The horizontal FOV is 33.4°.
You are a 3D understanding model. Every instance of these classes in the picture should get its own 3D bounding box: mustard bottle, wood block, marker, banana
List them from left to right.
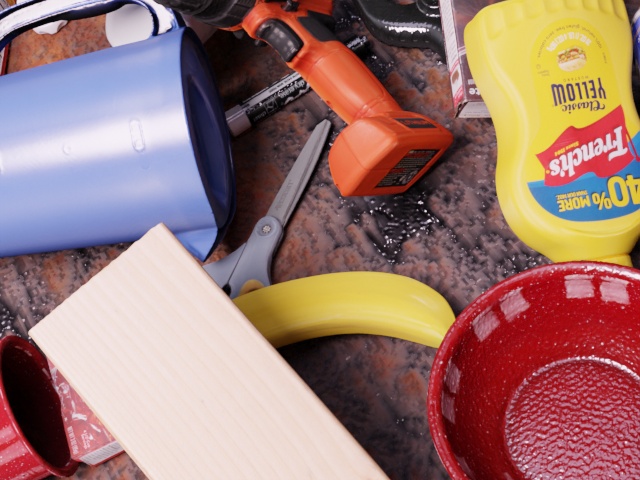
[{"bbox_3d":[-0.047,0.102,0.565,0.090,0.090,0.206,-41,80,-10],"label":"wood block"},{"bbox_3d":[-0.017,-0.115,0.776,0.121,0.020,0.020,-32,56,-5],"label":"marker"},{"bbox_3d":[-0.005,0.051,0.643,0.198,0.037,0.069,-5,42,1],"label":"banana"},{"bbox_3d":[0.150,-0.049,0.634,0.096,0.058,0.191,-9,84,-13],"label":"mustard bottle"}]

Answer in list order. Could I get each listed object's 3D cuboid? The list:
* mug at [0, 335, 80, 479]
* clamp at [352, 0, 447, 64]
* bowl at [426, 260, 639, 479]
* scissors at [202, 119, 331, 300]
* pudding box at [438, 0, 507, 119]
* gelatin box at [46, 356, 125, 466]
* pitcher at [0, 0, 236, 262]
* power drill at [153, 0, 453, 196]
[{"bbox_3d":[-0.209,0.105,0.649,0.081,0.093,0.117,-26,84,5],"label":"mug"},{"bbox_3d":[0.087,-0.156,0.761,0.172,0.039,0.120,16,62,24],"label":"clamp"},{"bbox_3d":[0.141,0.093,0.578,0.162,0.055,0.162,-8,57,12],"label":"bowl"},{"bbox_3d":[-0.055,0.001,0.718,0.096,0.016,0.201,1,59,17],"label":"scissors"},{"bbox_3d":[0.138,-0.128,0.697,0.113,0.039,0.090,-5,74,-4],"label":"pudding box"},{"bbox_3d":[-0.129,0.085,0.669,0.073,0.030,0.089,-27,62,9],"label":"gelatin box"},{"bbox_3d":[-0.184,-0.062,0.696,0.243,0.145,0.149,-10,50,6],"label":"pitcher"},{"bbox_3d":[-0.010,-0.113,0.678,0.057,0.184,0.188,-46,72,26],"label":"power drill"}]
